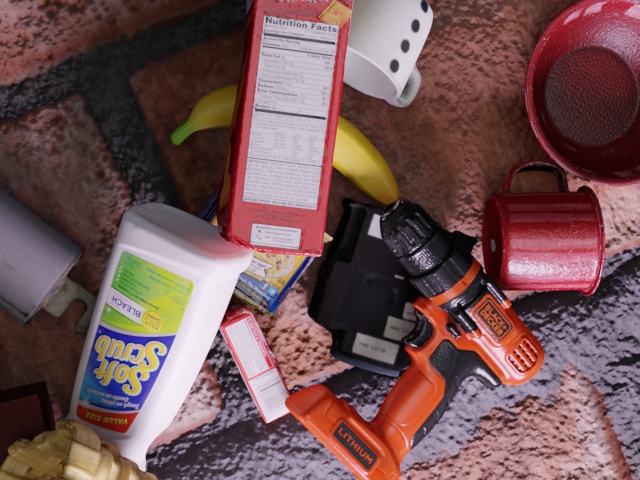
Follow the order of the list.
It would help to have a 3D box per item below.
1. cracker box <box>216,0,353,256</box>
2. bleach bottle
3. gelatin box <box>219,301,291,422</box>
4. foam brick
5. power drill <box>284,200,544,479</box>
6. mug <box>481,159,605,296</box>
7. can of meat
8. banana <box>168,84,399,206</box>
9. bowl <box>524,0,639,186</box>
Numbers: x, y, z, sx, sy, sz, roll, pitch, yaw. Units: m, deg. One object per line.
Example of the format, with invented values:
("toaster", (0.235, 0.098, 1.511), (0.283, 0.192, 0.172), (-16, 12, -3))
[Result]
("cracker box", (-0.028, -0.105, 0.750), (0.072, 0.164, 0.214), (6, 96, -7))
("bleach bottle", (-0.138, 0.103, 0.833), (0.103, 0.068, 0.251), (25, 109, 17))
("gelatin box", (-0.054, 0.097, 0.866), (0.030, 0.073, 0.089), (-25, 96, -8))
("foam brick", (-0.254, 0.150, 0.850), (0.078, 0.051, 0.053), (-12, 96, -8))
("power drill", (0.063, 0.087, 0.828), (0.187, 0.057, 0.184), (-44, 104, -8))
("mug", (0.182, -0.011, 0.892), (0.081, 0.093, 0.117), (-1, 79, -4))
("can of meat", (-0.056, 0.001, 0.869), (0.102, 0.057, 0.084), (36, 90, -8))
("banana", (-0.022, -0.086, 0.880), (0.197, 0.037, 0.069), (15, 93, -10))
("bowl", (0.242, -0.126, 0.907), (0.162, 0.055, 0.162), (0, 92, -9))
